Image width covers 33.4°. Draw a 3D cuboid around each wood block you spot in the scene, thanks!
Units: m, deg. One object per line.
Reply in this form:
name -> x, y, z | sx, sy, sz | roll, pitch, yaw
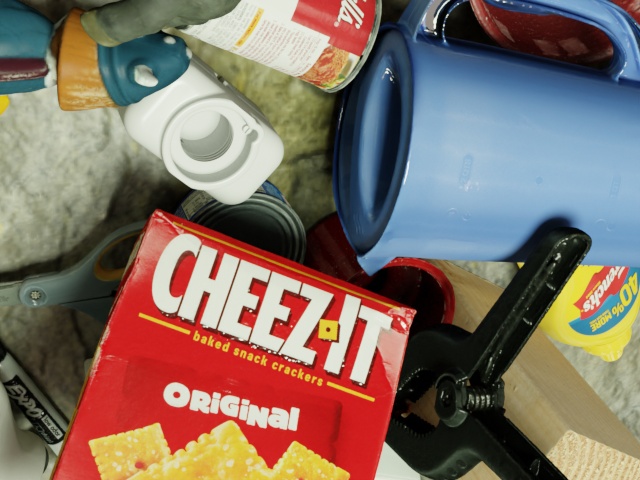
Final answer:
wood block -> 0.117, 0.107, 0.711 | 0.090, 0.206, 0.090 | 24, 108, -31

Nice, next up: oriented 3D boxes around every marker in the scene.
marker -> -0.195, 0.099, 0.701 | 0.020, 0.020, 0.121 | -29, 125, -3

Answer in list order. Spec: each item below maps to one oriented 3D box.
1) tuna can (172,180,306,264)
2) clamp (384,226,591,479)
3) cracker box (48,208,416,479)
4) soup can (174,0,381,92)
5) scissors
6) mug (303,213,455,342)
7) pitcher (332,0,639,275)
tuna can -> -0.055, 0.001, 0.688 | 0.086, 0.034, 0.086 | -10, 122, -16
clamp -> 0.091, 0.100, 0.618 | 0.036, 0.164, 0.210 | 8, 157, -28
cracker box -> -0.053, 0.112, 0.577 | 0.164, 0.072, 0.213 | 22, 67, -11
soup can -> -0.026, -0.132, 0.599 | 0.102, 0.068, 0.068 | 18, 111, -28
scissors -> -0.160, 0.044, 0.661 | 0.202, 0.016, 0.096 | -20, 119, 6
mug -> 0.020, 0.037, 0.709 | 0.117, 0.081, 0.093 | -25, 125, -6
pitcher -> 0.138, -0.055, 0.625 | 0.242, 0.145, 0.149 | 5, 160, -16
